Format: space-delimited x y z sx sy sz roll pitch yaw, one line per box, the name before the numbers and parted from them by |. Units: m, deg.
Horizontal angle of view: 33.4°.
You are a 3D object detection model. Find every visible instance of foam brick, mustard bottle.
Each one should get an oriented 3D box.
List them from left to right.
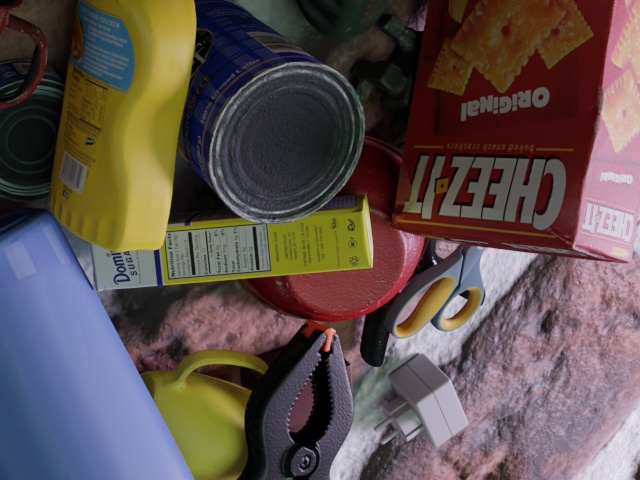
mustard bottle | -0.112 -0.097 0.616 0.058 0.096 0.192 -2 113 -36
foam brick | -0.019 0.120 0.871 0.078 0.051 0.053 -16 123 -23

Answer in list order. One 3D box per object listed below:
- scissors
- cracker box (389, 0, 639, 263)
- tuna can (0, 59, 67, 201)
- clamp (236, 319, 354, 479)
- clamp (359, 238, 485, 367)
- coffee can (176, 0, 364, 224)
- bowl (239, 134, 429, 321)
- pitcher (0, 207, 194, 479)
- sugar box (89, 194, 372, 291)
scissors | 0.131 0.007 0.845 0.202 0.016 0.096 -47 141 16
cracker box | 0.138 -0.101 0.716 0.071 0.164 0.214 12 87 -40
tuna can | -0.185 -0.068 0.672 0.086 0.034 0.086 -15 123 -24
clamp | -0.030 0.164 0.787 0.164 0.036 0.210 1 100 -39
clamp | 0.074 0.017 0.875 0.120 0.039 0.171 -26 127 -17
coffee can | -0.050 -0.086 0.673 0.102 0.140 0.103 -15 123 -24
bowl | 0.013 0.003 0.794 0.162 0.055 0.162 -5 118 -10
pitcher | -0.177 0.106 0.692 0.144 0.149 0.243 -40 112 -53
sugar box | -0.055 0.001 0.705 0.176 0.093 0.048 -7 96 4
